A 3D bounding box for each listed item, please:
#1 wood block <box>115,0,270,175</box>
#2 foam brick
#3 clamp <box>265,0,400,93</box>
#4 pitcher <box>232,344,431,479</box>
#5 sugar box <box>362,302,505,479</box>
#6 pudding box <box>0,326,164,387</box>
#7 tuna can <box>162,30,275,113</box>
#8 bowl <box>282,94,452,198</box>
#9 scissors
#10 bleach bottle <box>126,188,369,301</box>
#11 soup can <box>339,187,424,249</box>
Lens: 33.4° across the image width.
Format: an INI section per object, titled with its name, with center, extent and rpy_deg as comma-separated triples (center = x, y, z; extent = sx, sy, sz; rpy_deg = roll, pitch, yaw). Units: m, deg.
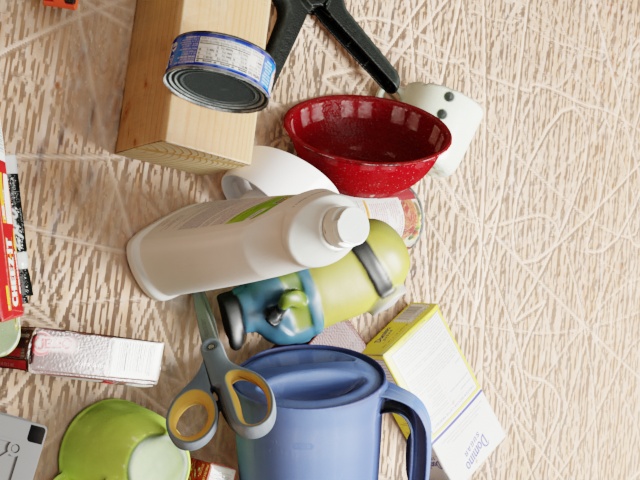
[wood block]
center = -0.107, -0.171, 0.935
extent = 0.090, 0.090, 0.206
rpy_deg = 13, 79, -36
[foam brick]
center = -0.005, 0.107, 1.013
extent = 0.078, 0.051, 0.053
rpy_deg = -46, 114, -29
[clamp]
center = -0.018, -0.227, 1.034
extent = 0.164, 0.036, 0.210
rpy_deg = -19, 93, -28
[pitcher]
center = 0.001, 0.222, 0.928
extent = 0.144, 0.149, 0.243
rpy_deg = -11, 110, -29
[sugar box]
center = 0.117, 0.161, 1.103
extent = 0.093, 0.048, 0.176
rpy_deg = -39, 113, -32
[pudding box]
center = -0.196, 0.091, 0.852
extent = 0.113, 0.090, 0.039
rpy_deg = 14, 80, -35
[tuna can]
center = -0.079, -0.132, 0.843
extent = 0.086, 0.086, 0.034
rpy_deg = 21, 73, -33
[bowl]
center = 0.042, -0.085, 1.020
extent = 0.161, 0.162, 0.055
rpy_deg = -18, 127, -36
[scissors]
center = -0.104, 0.105, 0.883
extent = 0.096, 0.202, 0.016
rpy_deg = -28, 129, -16
[bleach bottle]
center = -0.056, 0.001, 0.860
extent = 0.102, 0.251, 0.068
rpy_deg = -34, 106, -33
[soup can]
center = 0.041, -0.020, 1.046
extent = 0.102, 0.069, 0.068
rpy_deg = -5, 90, -35
